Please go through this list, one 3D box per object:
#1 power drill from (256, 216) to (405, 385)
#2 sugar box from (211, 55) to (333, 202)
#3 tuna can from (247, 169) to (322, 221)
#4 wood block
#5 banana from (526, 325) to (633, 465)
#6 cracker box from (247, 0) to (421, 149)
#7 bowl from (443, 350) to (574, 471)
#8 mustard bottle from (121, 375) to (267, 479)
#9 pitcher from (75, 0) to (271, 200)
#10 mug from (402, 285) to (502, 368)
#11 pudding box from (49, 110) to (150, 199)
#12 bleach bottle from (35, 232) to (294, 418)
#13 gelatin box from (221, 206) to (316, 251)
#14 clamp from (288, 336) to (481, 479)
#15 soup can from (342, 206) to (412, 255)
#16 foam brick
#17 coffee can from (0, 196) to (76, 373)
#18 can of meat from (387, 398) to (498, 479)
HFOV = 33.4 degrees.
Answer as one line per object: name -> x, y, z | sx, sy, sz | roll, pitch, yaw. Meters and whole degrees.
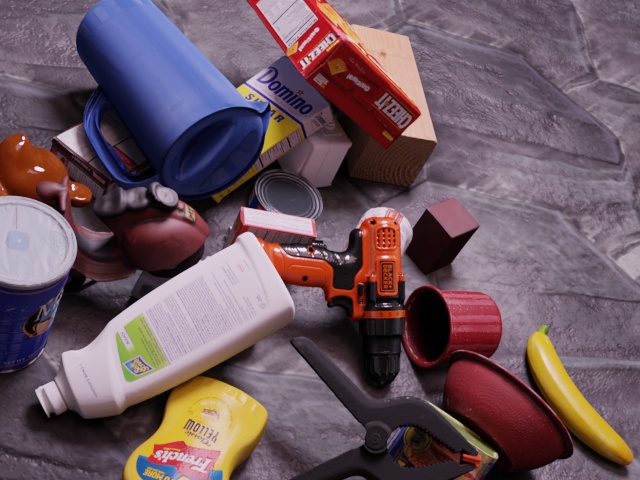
power drill -> 0.001, 0.066, 1.147 | 0.187, 0.057, 0.184 | 0, 86, -17
sugar box -> -0.082, -0.133, 1.260 | 0.176, 0.048, 0.093 | -38, 69, -4
tuna can -> -0.043, -0.043, 1.272 | 0.086, 0.034, 0.086 | 15, 46, -16
wood block -> 0.080, -0.181, 1.423 | 0.090, 0.090, 0.206 | 8, 48, -20
banana -> 0.292, 0.177, 1.244 | 0.069, 0.037, 0.198 | -7, 54, -31
cracker box -> 0.015, -0.227, 1.299 | 0.164, 0.072, 0.214 | 35, 15, -41
bowl -> 0.182, 0.190, 1.114 | 0.162, 0.162, 0.055 | 42, 72, 12
mustard bottle -> -0.127, 0.213, 0.977 | 0.096, 0.058, 0.191 | 24, 44, 7
pitcher -> -0.185, -0.164, 1.198 | 0.148, 0.145, 0.243 | -2, 44, -48
mug -> 0.144, 0.095, 1.217 | 0.081, 0.093, 0.117 | 3, 13, -32
pudding box -> -0.239, -0.101, 1.220 | 0.090, 0.039, 0.113 | 38, 41, 11
bleach bottle -> -0.155, 0.091, 1.023 | 0.250, 0.068, 0.102 | -27, 71, -15
gelatin box -> -0.058, 0.002, 1.195 | 0.089, 0.073, 0.030 | 8, 47, -21
clamp -> 0.045, 0.199, 1.021 | 0.210, 0.036, 0.164 | 18, 80, 6
soup can -> 0.064, 0.015, 1.251 | 0.068, 0.069, 0.102 | 30, 43, 0
foam brick -> 0.146, -0.006, 1.305 | 0.052, 0.078, 0.051 | -20, 64, -39
coffee can -> -0.291, 0.043, 0.987 | 0.102, 0.140, 0.103 | 15, 46, -16
can of meat -> 0.115, 0.220, 1.066 | 0.102, 0.084, 0.057 | 34, 8, 4
